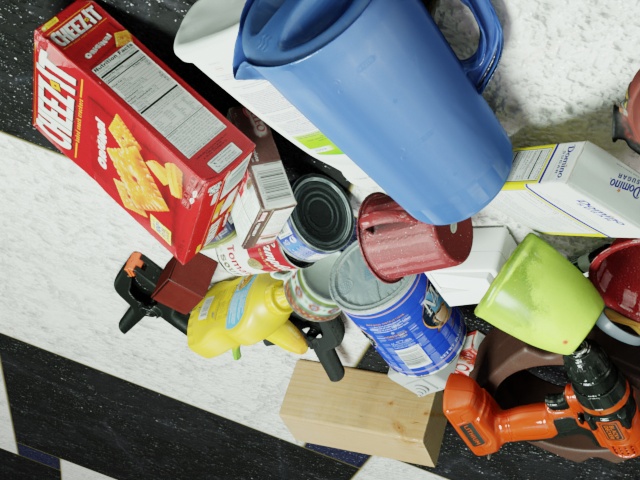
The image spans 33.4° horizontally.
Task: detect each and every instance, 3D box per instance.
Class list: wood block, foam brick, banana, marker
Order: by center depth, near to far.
[{"bbox_3d":[0.251,0.029,1.067,0.020,0.020,0.121,30,149,-18],"label":"marker"},{"bbox_3d":[-0.169,0.050,1.330,0.051,0.053,0.078,28,151,-13],"label":"foam brick"},{"bbox_3d":[-0.075,0.115,1.367,0.069,0.037,0.198,59,152,-9],"label":"banana"},{"bbox_3d":[0.061,0.235,1.460,0.206,0.090,0.090,6,148,22],"label":"wood block"}]

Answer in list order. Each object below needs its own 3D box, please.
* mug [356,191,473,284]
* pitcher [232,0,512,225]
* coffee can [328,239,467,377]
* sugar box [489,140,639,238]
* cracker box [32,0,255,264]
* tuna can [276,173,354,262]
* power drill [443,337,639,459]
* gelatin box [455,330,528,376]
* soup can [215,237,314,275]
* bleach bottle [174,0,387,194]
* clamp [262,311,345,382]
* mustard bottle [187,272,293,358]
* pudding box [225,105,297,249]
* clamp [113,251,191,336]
[{"bbox_3d":[0.087,-0.012,1.023,0.082,0.093,0.117,-12,160,37],"label":"mug"},{"bbox_3d":[0.063,-0.122,0.837,0.149,0.145,0.242,9,155,44],"label":"pitcher"},{"bbox_3d":[0.086,0.070,1.154,0.103,0.102,0.140,-2,144,34],"label":"coffee can"},{"bbox_3d":[0.203,-0.041,0.893,0.093,0.048,0.176,29,171,-17],"label":"sugar box"},{"bbox_3d":[-0.173,-0.097,0.995,0.214,0.072,0.164,42,151,7],"label":"cracker box"},{"bbox_3d":[-0.008,-0.024,1.073,0.086,0.086,0.034,34,146,-24],"label":"tuna can"},{"bbox_3d":[0.224,0.166,1.088,0.188,0.057,0.184,-8,136,31],"label":"power drill"},{"bbox_3d":[0.196,0.148,1.290,0.089,0.030,0.073,32,148,-20],"label":"gelatin box"},{"bbox_3d":[-0.058,0.001,1.164,0.102,0.068,0.068,-8,140,42],"label":"soup can"},{"bbox_3d":[-0.008,-0.119,0.939,0.103,0.068,0.250,-7,143,41],"label":"bleach bottle"},{"bbox_3d":[-0.003,0.125,1.365,0.120,0.039,0.172,27,152,-5],"label":"clamp"},{"bbox_3d":[-0.087,0.082,1.288,0.058,0.096,0.192,35,147,-24],"label":"mustard bottle"},{"bbox_3d":[-0.066,-0.061,1.025,0.039,0.113,0.090,-10,159,-21],"label":"pudding box"},{"bbox_3d":[-0.232,0.085,1.444,0.165,0.036,0.210,6,146,23],"label":"clamp"}]
